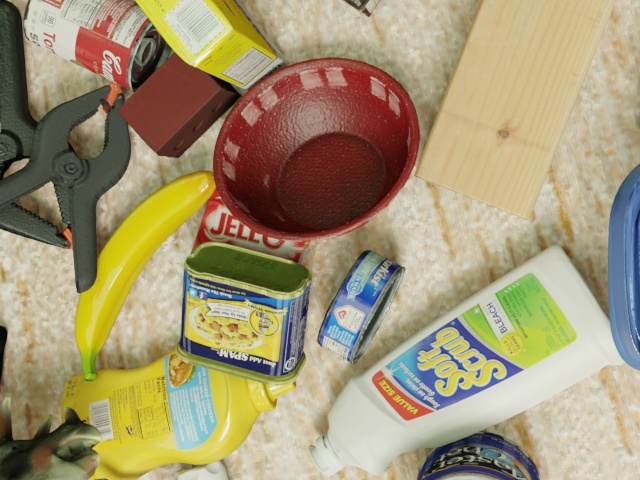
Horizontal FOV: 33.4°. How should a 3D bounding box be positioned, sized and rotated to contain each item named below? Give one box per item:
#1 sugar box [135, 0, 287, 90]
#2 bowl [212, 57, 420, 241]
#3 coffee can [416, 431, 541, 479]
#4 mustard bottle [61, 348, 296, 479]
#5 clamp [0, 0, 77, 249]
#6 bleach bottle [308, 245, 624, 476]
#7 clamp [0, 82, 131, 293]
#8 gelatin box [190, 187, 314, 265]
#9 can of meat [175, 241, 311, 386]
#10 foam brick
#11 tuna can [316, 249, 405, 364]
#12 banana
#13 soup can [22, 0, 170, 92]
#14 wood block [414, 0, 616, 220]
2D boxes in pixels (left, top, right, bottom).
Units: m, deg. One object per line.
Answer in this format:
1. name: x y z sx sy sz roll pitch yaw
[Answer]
1. sugar box: -0.083 -0.165 0.792 0.048 0.176 0.093 -39 86 12
2. bowl: 0.001 -0.060 0.823 0.162 0.055 0.162 -7 62 13
3. coffee can: 0.114 0.206 0.787 0.103 0.140 0.103 0 92 11
4. mustard bottle: -0.112 0.136 0.867 0.192 0.058 0.096 -17 65 10
5. clamp: -0.275 -0.073 0.886 0.164 0.036 0.210 -31 95 -9
6. bleach bottle: 0.103 0.111 0.816 0.251 0.068 0.103 -35 58 12
7. clamp: -0.199 -0.045 0.865 0.120 0.039 0.171 40 73 -17
8. gelatin box: -0.056 0.001 0.868 0.089 0.030 0.073 21 96 9
9. can of meat: -0.059 0.055 0.830 0.102 0.057 0.084 14 120 12
10. foam brick: -0.114 -0.111 0.863 0.078 0.053 0.051 -43 84 10
11. tuna can: 0.031 0.051 0.825 0.034 0.086 0.086 28 97 10
12. banana: -0.151 0.018 0.876 0.070 0.037 0.198 36 99 33
13. soup can: -0.180 -0.171 0.866 0.102 0.068 0.068 26 97 9
14. wood block: 0.150 -0.128 0.793 0.091 0.090 0.206 22 96 8
